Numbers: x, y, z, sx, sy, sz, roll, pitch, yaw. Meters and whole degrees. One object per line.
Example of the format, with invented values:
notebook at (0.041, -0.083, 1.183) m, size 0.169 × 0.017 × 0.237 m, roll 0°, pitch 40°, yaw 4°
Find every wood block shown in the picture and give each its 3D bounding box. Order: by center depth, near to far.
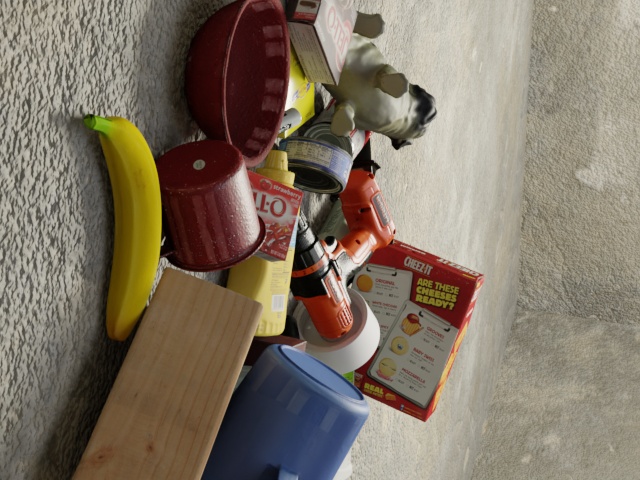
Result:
wood block at (-0.126, 0.139, 0.864) m, size 0.091 × 0.090 × 0.206 m, roll 118°, pitch -7°, yaw -58°

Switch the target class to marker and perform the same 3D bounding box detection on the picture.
marker at (-0.065, -0.101, 1.034) m, size 0.120 × 0.020 × 0.020 m, roll -31°, pitch 132°, yaw -39°

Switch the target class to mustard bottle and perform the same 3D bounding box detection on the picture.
mustard bottle at (-0.058, 0.001, 1.114) m, size 0.096 × 0.058 × 0.191 m, roll 6°, pitch 92°, yaw -67°

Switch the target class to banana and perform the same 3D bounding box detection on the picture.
banana at (-0.153, -0.018, 0.837) m, size 0.069 × 0.037 × 0.198 m, roll -32°, pitch 130°, yaw -43°

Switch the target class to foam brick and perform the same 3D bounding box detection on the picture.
foam brick at (-0.062, 0.127, 1.131) m, size 0.051 × 0.078 × 0.053 m, roll -10°, pitch 110°, yaw -73°

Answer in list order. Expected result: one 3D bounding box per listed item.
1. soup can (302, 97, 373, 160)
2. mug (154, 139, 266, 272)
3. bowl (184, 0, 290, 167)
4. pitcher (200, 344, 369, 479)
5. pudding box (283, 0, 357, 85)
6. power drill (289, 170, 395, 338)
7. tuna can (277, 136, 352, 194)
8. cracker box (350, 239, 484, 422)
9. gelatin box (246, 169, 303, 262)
soup can at (0.023, -0.131, 1.293) m, size 0.102 × 0.068 × 0.068 m, roll -56°, pitch 150°, yaw -56°
mug at (-0.108, -0.027, 0.909) m, size 0.117 × 0.093 × 0.081 m, roll -29°, pitch 130°, yaw -22°
bowl at (-0.080, -0.149, 0.970) m, size 0.162 × 0.055 × 0.162 m, roll 9°, pitch 90°, yaw -73°
pitcher at (-0.060, 0.219, 0.928) m, size 0.243 × 0.149 × 0.144 m, roll -58°, pitch 150°, yaw 4°
pudding box at (0.001, -0.223, 1.073) m, size 0.113 × 0.039 × 0.090 m, roll 58°, pitch 43°, yaw -62°
power drill at (0.015, -0.004, 1.278) m, size 0.187 × 0.057 × 0.184 m, roll -53°, pitch 130°, yaw -43°
tuna can at (-0.009, -0.082, 1.184) m, size 0.086 × 0.086 × 0.033 m, roll 56°, pitch 47°, yaw -66°
cracker box at (0.114, 0.119, 1.481) m, size 0.072 × 0.164 × 0.214 m, roll -23°, pitch 133°, yaw -69°
gelatin box at (-0.067, -0.027, 1.040) m, size 0.089 × 0.030 × 0.073 m, roll 22°, pitch 75°, yaw -31°
